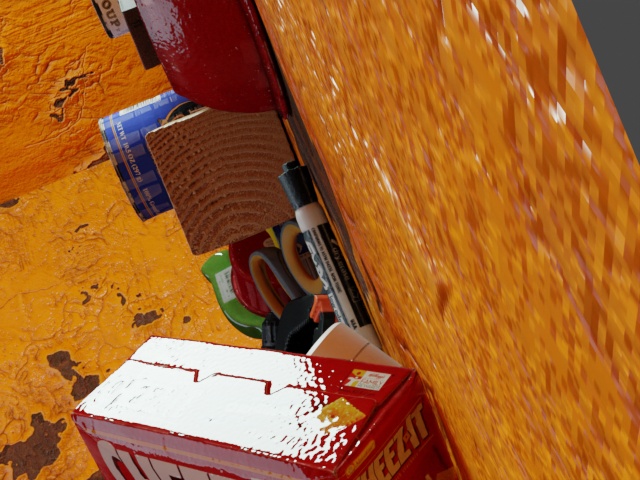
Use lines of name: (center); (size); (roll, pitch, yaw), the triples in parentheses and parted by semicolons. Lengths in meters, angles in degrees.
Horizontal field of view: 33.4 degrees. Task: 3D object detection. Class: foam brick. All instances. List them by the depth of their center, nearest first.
foam brick: (-0.111, -0.175, 0.819); (0.051, 0.078, 0.053); (-114, 5, -54)

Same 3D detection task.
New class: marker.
marker: (0.004, 0.010, 0.621); (0.020, 0.020, 0.121); (84, 163, -83)

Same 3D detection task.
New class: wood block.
wood block: (-0.069, -0.059, 0.810); (0.206, 0.090, 0.091); (-123, 10, -81)

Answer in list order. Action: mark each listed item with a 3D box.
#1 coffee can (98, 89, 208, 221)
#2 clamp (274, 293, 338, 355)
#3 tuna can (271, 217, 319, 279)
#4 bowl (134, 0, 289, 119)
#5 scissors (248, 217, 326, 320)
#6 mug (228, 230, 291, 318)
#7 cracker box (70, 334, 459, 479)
coffee can: (-0.117, -0.090, 0.975); (0.103, 0.140, 0.103); (159, 89, -88)
clamp: (-0.017, 0.098, 0.722); (0.164, 0.036, 0.210); (-112, 28, -43)
tuna can: (-0.007, 0.020, 0.813); (0.086, 0.033, 0.086); (159, 89, -88)
bowl: (-0.072, -0.132, 0.585); (0.162, 0.055, 0.162); (159, 89, -87)
scissors: (0.019, 0.063, 0.726); (0.202, 0.016, 0.096); (45, 136, 28)
mug: (-0.036, 0.028, 1.021); (0.117, 0.093, 0.081); (45, 166, 18)
cracker box: (-0.006, 0.155, 0.506); (0.164, 0.072, 0.213); (2, 125, 39)
